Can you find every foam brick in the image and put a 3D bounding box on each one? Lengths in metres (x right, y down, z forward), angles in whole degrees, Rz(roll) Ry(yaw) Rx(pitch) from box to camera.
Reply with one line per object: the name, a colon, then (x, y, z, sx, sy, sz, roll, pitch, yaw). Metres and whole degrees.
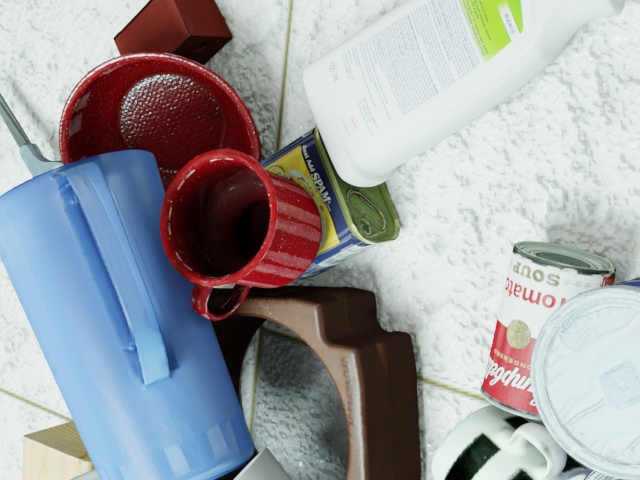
foam brick: (-0.122, -0.167, 0.880, 0.078, 0.052, 0.051, -36, 73, 35)

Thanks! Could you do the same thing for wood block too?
wood block: (-0.212, 0.277, 0.973, 0.090, 0.090, 0.206, 11, 101, 35)

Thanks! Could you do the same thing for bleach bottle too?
bleach bottle: (0.107, -0.131, 0.707, 0.251, 0.067, 0.102, -26, 80, 34)

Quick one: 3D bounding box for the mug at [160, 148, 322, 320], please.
mug: (-0.055, 0.001, 0.745, 0.093, 0.081, 0.117, 20, 92, 28)

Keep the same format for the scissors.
scissors: (-0.255, -0.082, 0.976, 0.096, 0.016, 0.202, -39, 70, 44)

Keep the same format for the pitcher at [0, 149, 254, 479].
pitcher: (-0.138, 0.063, 0.762, 0.145, 0.149, 0.243, -27, 82, 25)

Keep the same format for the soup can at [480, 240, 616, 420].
soup can: (0.148, 0.058, 0.693, 0.069, 0.068, 0.102, 19, 105, 34)

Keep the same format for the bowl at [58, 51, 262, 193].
bowl: (-0.124, -0.083, 0.858, 0.162, 0.055, 0.162, 2, 120, 4)

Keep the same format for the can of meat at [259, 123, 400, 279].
can of meat: (0.000, -0.030, 0.802, 0.084, 0.057, 0.102, -29, 78, 37)
